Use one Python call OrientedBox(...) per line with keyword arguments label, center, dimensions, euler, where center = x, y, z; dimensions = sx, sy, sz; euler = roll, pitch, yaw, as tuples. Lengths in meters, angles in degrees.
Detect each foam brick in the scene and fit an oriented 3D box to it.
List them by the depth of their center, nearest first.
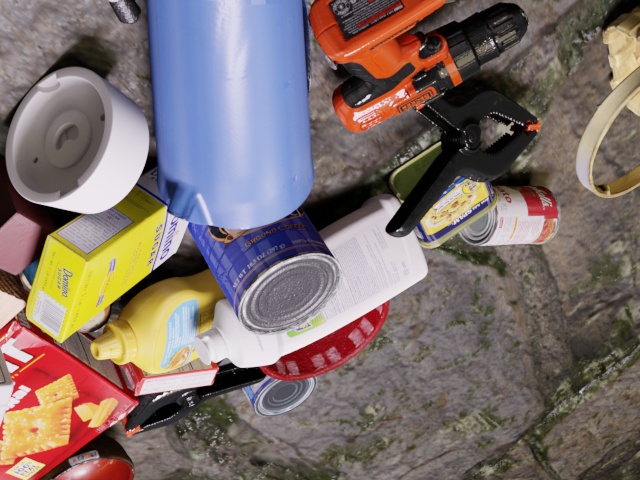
OrientedBox(label="foam brick", center=(-0.253, -0.022, 0.850), dimensions=(0.053, 0.078, 0.051), euler=(-40, 145, 9))

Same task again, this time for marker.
OrientedBox(label="marker", center=(-0.160, -0.199, 0.764), dimensions=(0.020, 0.020, 0.121), euler=(-32, 144, -2))

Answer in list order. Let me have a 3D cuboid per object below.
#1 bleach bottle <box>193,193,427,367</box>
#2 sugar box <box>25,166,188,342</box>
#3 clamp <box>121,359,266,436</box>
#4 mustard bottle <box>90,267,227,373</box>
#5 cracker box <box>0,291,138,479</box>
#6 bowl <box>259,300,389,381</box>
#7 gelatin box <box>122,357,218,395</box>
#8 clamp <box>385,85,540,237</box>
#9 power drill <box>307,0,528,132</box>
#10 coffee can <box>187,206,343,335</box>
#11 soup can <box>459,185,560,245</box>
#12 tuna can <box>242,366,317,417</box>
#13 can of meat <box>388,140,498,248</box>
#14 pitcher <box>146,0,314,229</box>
OrientedBox(label="bleach bottle", center=(-0.015, 0.046, 1.049), dimensions=(0.250, 0.102, 0.068), euler=(-26, -178, -28))
OrientedBox(label="sugar box", center=(-0.169, 0.004, 0.898), dimensions=(0.176, 0.048, 0.093), euler=(-41, 162, -53))
OrientedBox(label="clamp", center=(-0.146, 0.157, 1.172), dimensions=(0.171, 0.039, 0.120), euler=(-28, 142, -7))
OrientedBox(label="mustard bottle", center=(-0.137, 0.079, 1.036), dimensions=(0.191, 0.058, 0.096), euler=(-18, 134, -41))
OrientedBox(label="cracker box", center=(-0.297, 0.144, 1.013), dimensions=(0.164, 0.072, 0.213), euler=(-36, 143, 3))
OrientedBox(label="bowl", center=(-0.007, 0.082, 1.175), dimensions=(0.162, 0.055, 0.162), euler=(-20, 142, -17))
OrientedBox(label="gelatin box", center=(-0.159, 0.117, 1.086), dimensions=(0.089, 0.073, 0.030), euler=(-5, 136, -34))
OrientedBox(label="clamp", center=(0.132, -0.089, 1.037), dimensions=(0.209, 0.036, 0.164), euler=(-4, 97, -36))
OrientedBox(label="power drill", center=(0.079, -0.165, 0.868), dimensions=(0.184, 0.057, 0.187), euler=(-29, 161, 8))
OrientedBox(label="coffee can", center=(-0.056, 0.001, 0.971), dimensions=(0.102, 0.140, 0.103), euler=(-21, 142, -17))
OrientedBox(label="soup can", center=(0.210, -0.028, 1.203), dimensions=(0.102, 0.068, 0.069), euler=(-2, 134, -35))
OrientedBox(label="tuna can", center=(-0.048, 0.170, 1.266), dimensions=(0.086, 0.034, 0.086), euler=(-21, 142, -17))
OrientedBox(label="can of meat", center=(0.129, -0.053, 1.122), dimensions=(0.102, 0.057, 0.084), euler=(-34, 142, -1))
OrientedBox(label="pitcher", center=(-0.065, -0.142, 0.826), dimensions=(0.145, 0.149, 0.243), euler=(-8, 136, -9))
